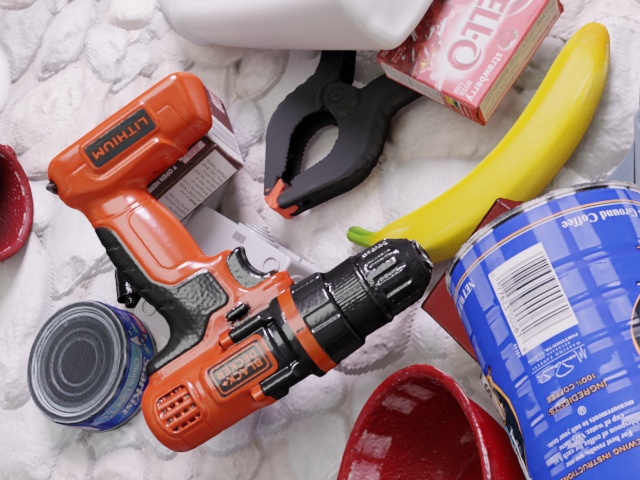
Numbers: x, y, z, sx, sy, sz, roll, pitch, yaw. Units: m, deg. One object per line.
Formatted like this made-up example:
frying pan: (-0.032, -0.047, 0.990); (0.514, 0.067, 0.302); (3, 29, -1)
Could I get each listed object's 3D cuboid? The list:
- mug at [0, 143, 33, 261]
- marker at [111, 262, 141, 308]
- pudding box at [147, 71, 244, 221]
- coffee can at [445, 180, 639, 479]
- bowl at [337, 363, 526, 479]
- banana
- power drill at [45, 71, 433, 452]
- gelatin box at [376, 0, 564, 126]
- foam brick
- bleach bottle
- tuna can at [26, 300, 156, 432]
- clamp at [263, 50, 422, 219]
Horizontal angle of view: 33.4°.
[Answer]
mug: (-0.270, -0.032, 0.791); (0.082, 0.093, 0.117); (-9, 38, 30)
marker: (-0.142, -0.008, 0.748); (0.020, 0.020, 0.121); (-25, 63, 19)
pudding box: (-0.101, -0.054, 0.705); (0.090, 0.039, 0.113); (-41, 28, 11)
coffee can: (0.125, 0.060, 0.459); (0.103, 0.102, 0.140); (-29, 59, 17)
bowl: (0.063, 0.147, 0.540); (0.162, 0.055, 0.162); (-168, 90, -68)
banana: (0.101, -0.044, 0.620); (0.198, 0.037, 0.070); (-40, 60, 11)
power drill: (-0.054, 0.001, 0.606); (0.184, 0.057, 0.188); (-33, 80, 5)
gelatin box: (0.088, -0.122, 0.627); (0.073, 0.030, 0.089); (32, 85, 26)
foam brick: (0.103, 0.023, 0.576); (0.051, 0.052, 0.078); (47, 114, 32)
bleach bottle: (-0.030, -0.173, 0.689); (0.251, 0.068, 0.102); (13, 70, 51)
tuna can: (-0.154, 0.084, 0.715); (0.086, 0.033, 0.086); (-9, 69, 25)
clamp: (0.013, -0.096, 0.684); (0.171, 0.039, 0.120); (-48, 56, 1)
